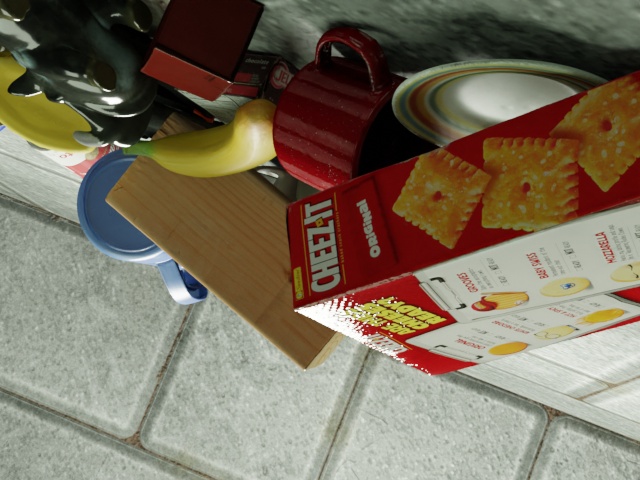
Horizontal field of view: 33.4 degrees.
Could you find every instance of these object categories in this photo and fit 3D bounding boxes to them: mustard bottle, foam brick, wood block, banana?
[{"bbox_3d":[-0.210,-0.125,0.863,0.096,0.058,0.191,27,-166,-12],"label":"mustard bottle"},{"bbox_3d":[-0.074,-0.124,0.659,0.053,0.051,0.078,23,172,-14],"label":"foam brick"},{"bbox_3d":[-0.056,0.001,0.848,0.206,0.091,0.090,40,-176,9],"label":"wood block"},{"bbox_3d":[-0.068,-0.067,0.739,0.069,0.037,0.198,-3,178,-34],"label":"banana"}]

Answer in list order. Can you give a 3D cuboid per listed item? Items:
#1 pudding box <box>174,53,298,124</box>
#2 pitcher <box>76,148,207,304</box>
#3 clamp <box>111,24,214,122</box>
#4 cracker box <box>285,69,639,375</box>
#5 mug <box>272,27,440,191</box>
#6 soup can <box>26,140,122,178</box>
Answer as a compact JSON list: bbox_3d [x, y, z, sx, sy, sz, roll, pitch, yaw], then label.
[{"bbox_3d":[-0.037,-0.098,0.780,0.090,0.039,0.113,14,167,39],"label":"pudding box"},{"bbox_3d":[-0.167,-0.023,1.111,0.149,0.145,0.243,29,-179,2],"label":"pitcher"},{"bbox_3d":[-0.145,-0.142,0.786,0.171,0.039,0.120,24,175,-13],"label":"clamp"},{"bbox_3d":[0.114,0.000,0.573,0.214,0.072,0.164,-19,152,26],"label":"cracker box"},{"bbox_3d":[0.023,-0.073,0.638,0.082,0.093,0.117,28,144,41],"label":"mug"},{"bbox_3d":[-0.279,-0.115,1.210,0.069,0.068,0.102,18,171,27],"label":"soup can"}]
